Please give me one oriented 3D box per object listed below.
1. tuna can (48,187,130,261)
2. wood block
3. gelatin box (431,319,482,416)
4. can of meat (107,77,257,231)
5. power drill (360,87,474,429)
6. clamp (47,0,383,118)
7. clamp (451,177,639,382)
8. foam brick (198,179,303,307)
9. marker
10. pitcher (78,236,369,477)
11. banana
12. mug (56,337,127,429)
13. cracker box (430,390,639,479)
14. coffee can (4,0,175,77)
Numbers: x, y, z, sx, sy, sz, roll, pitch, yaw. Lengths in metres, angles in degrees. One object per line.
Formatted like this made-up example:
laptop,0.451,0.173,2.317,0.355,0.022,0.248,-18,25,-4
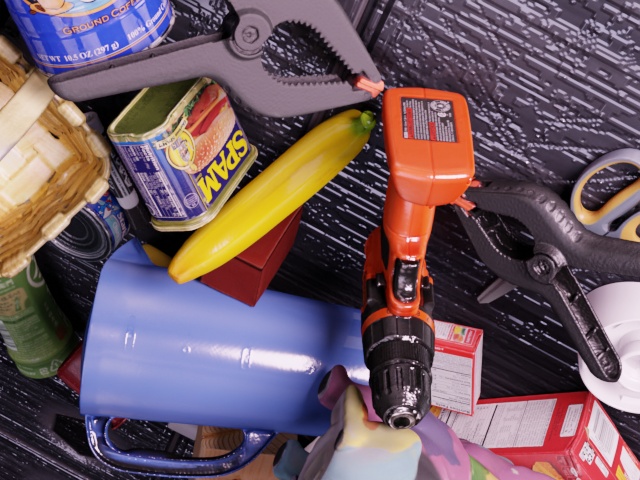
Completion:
tuna can,-0.215,-0.021,0.954,0.086,0.033,0.086,17,139,15
wood block,-0.083,0.230,1.071,0.090,0.090,0.206,7,137,-8
gelatin box,0.099,0.105,0.905,0.073,0.030,0.089,12,138,18
can of meat,-0.100,-0.071,0.779,0.058,0.102,0.084,0,131,32
power drill,0.059,0.007,0.718,0.057,0.184,0.188,4,131,-4
clamp,-0.050,-0.144,0.675,0.209,0.036,0.165,12,109,-22
clamp,0.168,0.008,0.722,0.171,0.039,0.120,43,129,9
foam brick,-0.056,0.001,0.848,0.053,0.078,0.051,25,141,9
marker,-0.173,-0.055,0.904,0.020,0.020,0.121,4,135,28
pitcher,-0.075,0.105,0.881,0.242,0.145,0.149,10,128,-6
banana,-0.032,-0.038,0.773,0.198,0.069,0.037,-40,82,21
mug,-0.210,0.127,1.081,0.081,0.093,0.117,42,176,-8
cracker box,0.174,0.218,0.948,0.214,0.072,0.164,-13,125,41
coffee can,-0.165,-0.190,0.687,0.103,0.102,0.140,5,136,27
